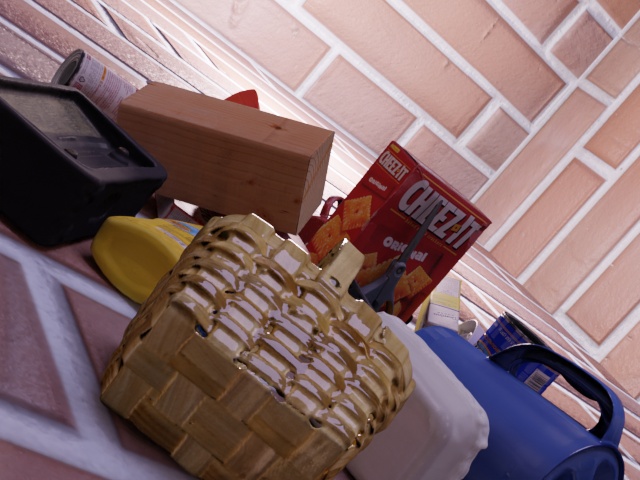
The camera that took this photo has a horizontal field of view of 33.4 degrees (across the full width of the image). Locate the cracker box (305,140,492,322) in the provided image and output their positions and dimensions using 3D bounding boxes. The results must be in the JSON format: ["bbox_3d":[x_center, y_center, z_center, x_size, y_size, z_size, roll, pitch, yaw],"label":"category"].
[{"bbox_3d":[0.082,0.011,1.289,0.164,0.214,0.072,32,13,-42],"label":"cracker box"}]

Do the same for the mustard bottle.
[{"bbox_3d":[-0.122,0.018,0.939,0.096,0.058,0.191,34,8,11],"label":"mustard bottle"}]

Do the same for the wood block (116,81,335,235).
[{"bbox_3d":[-0.101,-0.088,1.106,0.206,0.090,0.090,17,28,11],"label":"wood block"}]

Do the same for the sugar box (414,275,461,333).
[{"bbox_3d":[0.143,0.114,1.337,0.048,0.093,0.176,17,19,5],"label":"sugar box"}]

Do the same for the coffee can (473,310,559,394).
[{"bbox_3d":[0.217,0.172,1.311,0.102,0.140,0.103,39,10,-8],"label":"coffee can"}]

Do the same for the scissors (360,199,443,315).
[{"bbox_3d":[0.072,0.039,1.239,0.096,0.202,0.016,0,31,-38],"label":"scissors"}]

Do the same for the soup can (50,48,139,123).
[{"bbox_3d":[-0.252,-0.164,1.224,0.102,0.068,0.068,35,12,-30],"label":"soup can"}]

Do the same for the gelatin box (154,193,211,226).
[{"bbox_3d":[-0.140,-0.025,1.146,0.073,0.030,0.089,38,11,-22],"label":"gelatin box"}]

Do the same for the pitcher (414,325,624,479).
[{"bbox_3d":[0.169,0.177,1.031,0.243,0.149,0.145,41,-35,47],"label":"pitcher"}]
